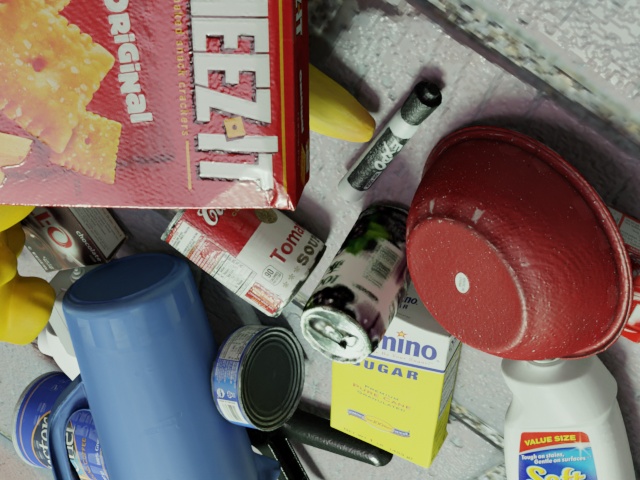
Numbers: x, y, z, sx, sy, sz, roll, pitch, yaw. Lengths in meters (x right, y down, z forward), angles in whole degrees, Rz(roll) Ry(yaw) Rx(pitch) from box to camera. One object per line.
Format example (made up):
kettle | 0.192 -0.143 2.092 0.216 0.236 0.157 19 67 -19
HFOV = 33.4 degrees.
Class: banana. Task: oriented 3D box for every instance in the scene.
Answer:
banana | -0.043 -0.130 0.644 0.070 0.037 0.197 -9 126 46

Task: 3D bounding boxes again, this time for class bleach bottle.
bleach bottle | 0.174 0.151 0.780 0.103 0.068 0.251 6 133 32

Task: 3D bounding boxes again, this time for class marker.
marker | 0.043 -0.061 0.672 0.020 0.020 0.121 36 144 -3

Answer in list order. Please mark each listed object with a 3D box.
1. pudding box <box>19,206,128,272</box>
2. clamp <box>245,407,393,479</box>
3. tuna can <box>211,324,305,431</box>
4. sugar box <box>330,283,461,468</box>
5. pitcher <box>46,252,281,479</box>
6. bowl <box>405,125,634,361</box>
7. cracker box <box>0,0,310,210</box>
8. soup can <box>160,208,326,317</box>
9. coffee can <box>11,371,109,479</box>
pudding box | -0.228 -0.028 0.897 0.090 0.039 0.113 -8 127 43
clamp | -0.041 0.165 0.976 0.210 0.036 0.165 43 137 -6
tuna can | -0.051 0.113 0.885 0.034 0.086 0.086 3 134 36
sugar box | 0.056 0.098 0.820 0.093 0.048 0.176 20 143 18
pitcher | -0.144 0.141 0.905 0.145 0.149 0.243 2 117 34
bowl | 0.103 0.015 0.640 0.162 0.055 0.162 35 142 32
cracker box | -0.116 -0.102 0.595 0.214 0.072 0.164 1 111 6
soup can | -0.055 0.001 0.776 0.102 0.068 0.069 36 144 -4
coffee can | -0.233 0.196 1.102 0.141 0.102 0.103 5 135 33
